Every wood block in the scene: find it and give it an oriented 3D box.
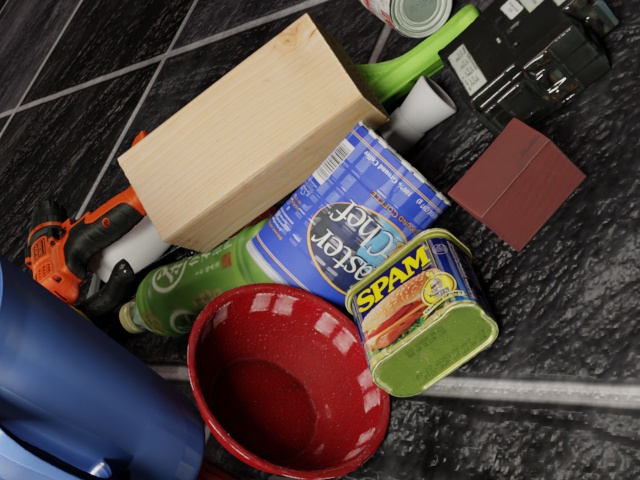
[{"bbox_3d":[-0.057,-0.087,0.916,0.206,0.090,0.091,-36,72,13],"label":"wood block"}]

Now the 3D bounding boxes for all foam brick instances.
[{"bbox_3d":[0.146,-0.041,0.795,0.078,0.051,0.053,-49,33,5],"label":"foam brick"}]

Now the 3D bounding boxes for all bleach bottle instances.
[{"bbox_3d":[-0.154,-0.058,1.184,0.251,0.068,0.103,-43,34,9],"label":"bleach bottle"}]

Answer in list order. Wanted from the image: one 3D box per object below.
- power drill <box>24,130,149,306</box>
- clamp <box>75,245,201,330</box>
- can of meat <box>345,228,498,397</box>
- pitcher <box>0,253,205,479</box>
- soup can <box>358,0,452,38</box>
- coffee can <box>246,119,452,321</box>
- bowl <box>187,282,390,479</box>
[{"bbox_3d":[-0.237,-0.030,1.143,0.188,0.057,0.184,-40,36,10],"label":"power drill"},{"bbox_3d":[-0.211,0.056,1.112,0.172,0.120,0.039,-38,73,25],"label":"clamp"},{"bbox_3d":[0.074,0.055,0.786,0.102,0.057,0.084,-39,36,18],"label":"can of meat"},{"bbox_3d":[-0.178,0.113,0.701,0.145,0.242,0.149,-11,56,28],"label":"pitcher"},{"bbox_3d":[0.082,-0.249,1.071,0.068,0.068,0.102,-46,33,8],"label":"soup can"},{"bbox_3d":[0.023,-0.013,0.874,0.140,0.102,0.103,-47,32,6],"label":"coffee can"},{"bbox_3d":[-0.031,0.112,0.790,0.055,0.162,0.162,-53,23,44],"label":"bowl"}]
